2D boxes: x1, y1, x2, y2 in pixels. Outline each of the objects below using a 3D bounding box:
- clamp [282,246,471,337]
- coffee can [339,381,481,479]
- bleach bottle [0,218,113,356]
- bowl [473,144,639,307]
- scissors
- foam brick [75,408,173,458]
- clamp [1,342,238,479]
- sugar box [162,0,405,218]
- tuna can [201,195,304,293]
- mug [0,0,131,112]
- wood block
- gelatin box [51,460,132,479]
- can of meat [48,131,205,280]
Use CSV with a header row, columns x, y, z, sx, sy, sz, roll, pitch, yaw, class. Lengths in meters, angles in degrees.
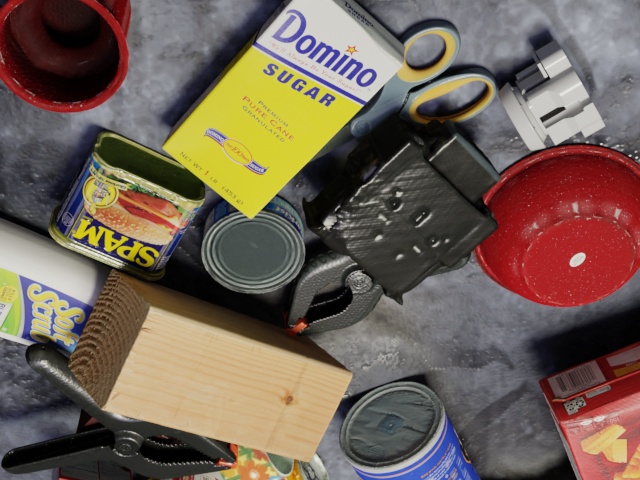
x,y,z,sx,sy,sz,roll,pitch,yaw,class
0.042,0.028,0.913,0.120,0.039,0.172,35,115,-18,clamp
0.091,0.218,1.013,0.103,0.103,0.140,-20,125,12,coffee can
-0.208,0.051,0.907,0.250,0.068,0.103,21,121,-20,bleach bottle
0.209,0.002,0.890,0.162,0.055,0.162,-1,126,-1,bowl
0.034,-0.109,0.826,0.202,0.016,0.096,-14,124,7,scissors
-0.180,0.167,0.998,0.078,0.051,0.053,32,119,-23,foam brick
-0.178,0.175,0.947,0.209,0.036,0.165,20,129,-16,clamp
-0.029,-0.107,0.800,0.093,0.048,0.176,38,119,-15,sugar box
-0.056,0.001,0.892,0.086,0.034,0.086,-1,126,-1,tuna can
-0.187,-0.153,0.744,0.117,0.081,0.093,19,123,-16,mug
-0.089,0.107,0.887,0.205,0.090,0.091,23,95,-35,wood block
-0.218,0.229,1.019,0.073,0.089,0.030,18,98,-17,gelatin box
-0.152,-0.028,0.854,0.102,0.057,0.084,24,119,-19,can of meat
